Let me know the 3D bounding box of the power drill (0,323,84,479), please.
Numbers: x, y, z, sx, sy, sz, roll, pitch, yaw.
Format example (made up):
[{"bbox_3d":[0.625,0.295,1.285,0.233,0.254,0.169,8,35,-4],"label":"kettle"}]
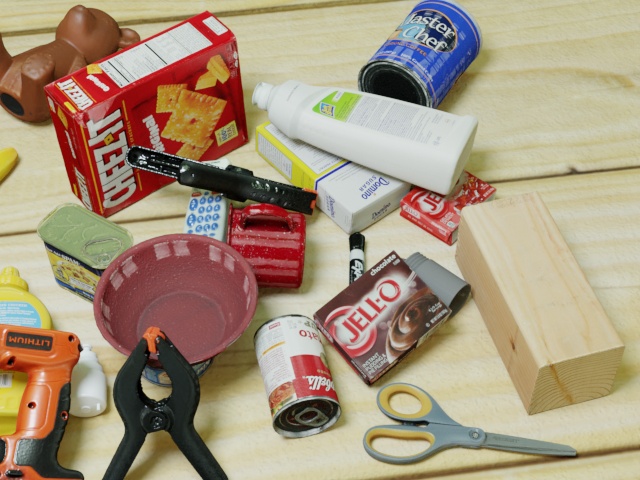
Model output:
[{"bbox_3d":[-0.288,0.171,0.957,0.184,0.057,0.187,10,68,-28],"label":"power drill"}]

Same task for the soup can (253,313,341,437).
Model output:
[{"bbox_3d":[-0.024,0.132,1.044,0.068,0.068,0.102,-10,50,-8],"label":"soup can"}]

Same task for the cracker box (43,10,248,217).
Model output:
[{"bbox_3d":[-0.189,-0.140,1.212,0.213,0.164,0.072,-31,54,-24],"label":"cracker box"}]

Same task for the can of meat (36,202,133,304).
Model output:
[{"bbox_3d":[-0.242,0.020,1.129,0.102,0.084,0.057,26,54,20],"label":"can of meat"}]

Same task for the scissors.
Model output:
[{"bbox_3d":[0.139,0.176,1.040,0.201,0.016,0.096,-5,50,-4],"label":"scissors"}]

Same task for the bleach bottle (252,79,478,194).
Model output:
[{"bbox_3d":[0.045,-0.133,1.214,0.251,0.068,0.102,20,42,13],"label":"bleach bottle"}]

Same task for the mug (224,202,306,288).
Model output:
[{"bbox_3d":[-0.057,0.001,1.126,0.081,0.117,0.093,3,50,-3],"label":"mug"}]

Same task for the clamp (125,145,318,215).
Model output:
[{"bbox_3d":[-0.100,-0.064,1.153,0.209,0.036,0.165,12,5,-38],"label":"clamp"}]

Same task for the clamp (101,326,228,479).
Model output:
[{"bbox_3d":[-0.138,0.167,0.978,0.120,0.171,0.039,4,12,-10],"label":"clamp"}]

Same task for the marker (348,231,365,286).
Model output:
[{"bbox_3d":[0.039,0.039,1.153,0.020,0.020,0.121,1,50,1],"label":"marker"}]

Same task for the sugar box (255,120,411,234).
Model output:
[{"bbox_3d":[0.013,-0.088,1.243,0.093,0.048,0.176,-30,59,-27],"label":"sugar box"}]

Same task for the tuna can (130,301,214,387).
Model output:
[{"bbox_3d":[-0.151,0.105,1.090,0.086,0.034,0.086,0,50,0],"label":"tuna can"}]

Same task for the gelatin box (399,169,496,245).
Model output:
[{"bbox_3d":[0.145,-0.044,1.215,0.073,0.030,0.089,34,58,26],"label":"gelatin box"}]

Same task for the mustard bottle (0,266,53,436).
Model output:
[{"bbox_3d":[-0.319,0.105,1.075,0.096,0.058,0.191,-4,50,-5],"label":"mustard bottle"}]

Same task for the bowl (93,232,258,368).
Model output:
[{"bbox_3d":[-0.141,0.070,1.058,0.162,0.055,0.162,0,50,0],"label":"bowl"}]

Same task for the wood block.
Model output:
[{"bbox_3d":[0.217,0.060,1.088,0.090,0.091,0.206,-13,51,-9],"label":"wood block"}]

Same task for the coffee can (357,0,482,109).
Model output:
[{"bbox_3d":[0.124,-0.220,1.315,0.103,0.103,0.140,25,54,20],"label":"coffee can"}]

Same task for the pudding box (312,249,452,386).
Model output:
[{"bbox_3d":[0.062,0.079,1.085,0.113,0.039,0.090,-38,73,-17],"label":"pudding box"}]
